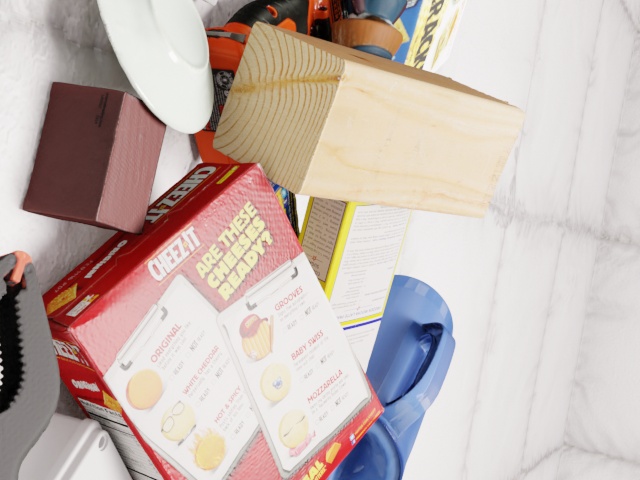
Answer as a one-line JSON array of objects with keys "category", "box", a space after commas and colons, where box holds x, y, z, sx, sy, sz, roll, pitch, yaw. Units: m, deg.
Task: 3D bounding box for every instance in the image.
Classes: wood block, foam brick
[{"category": "wood block", "box": [0.040, -0.079, 0.744, 0.205, 0.091, 0.090, 5, 110, -48]}, {"category": "foam brick", "box": [-0.129, -0.047, 0.621, 0.051, 0.053, 0.078, 24, 78, -67]}]

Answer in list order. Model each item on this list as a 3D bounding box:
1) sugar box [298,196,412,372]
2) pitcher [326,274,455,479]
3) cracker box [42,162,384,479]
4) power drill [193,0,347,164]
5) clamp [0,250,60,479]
[{"category": "sugar box", "box": [0.014, 0.037, 0.842, 0.093, 0.048, 0.176, -7, 120, -51]}, {"category": "pitcher", "box": [0.055, 0.129, 1.011, 0.242, 0.149, 0.145, -53, 150, -54]}, {"category": "cracker box", "box": [-0.066, 0.082, 0.685, 0.164, 0.072, 0.213, -45, 121, -31]}, {"category": "power drill", "box": [-0.033, -0.129, 0.809, 0.187, 0.057, 0.184, -58, 145, -47]}, {"category": "clamp", "box": [-0.177, 0.108, 0.541, 0.164, 0.036, 0.210, 37, 56, -35]}]
